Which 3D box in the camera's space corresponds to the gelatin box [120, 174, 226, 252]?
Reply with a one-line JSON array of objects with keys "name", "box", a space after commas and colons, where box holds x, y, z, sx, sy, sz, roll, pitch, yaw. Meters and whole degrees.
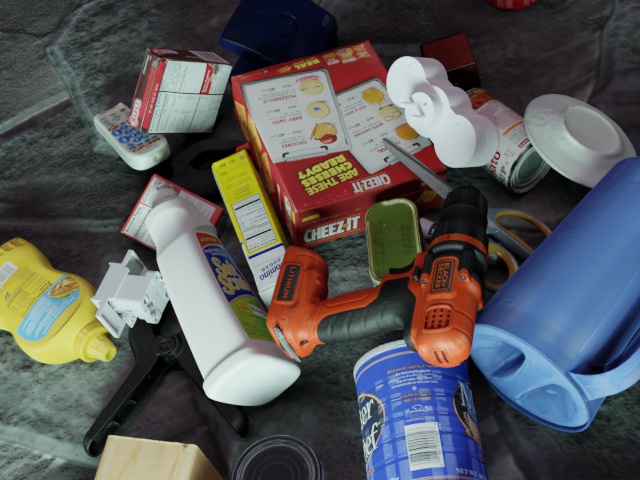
[{"name": "gelatin box", "box": [-0.156, -0.019, 1.137, 0.089, 0.030, 0.073, 27, 83, 8]}]

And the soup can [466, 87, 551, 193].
[{"name": "soup can", "box": [0.184, -0.102, 1.097, 0.068, 0.068, 0.102, -39, 55, -11]}]

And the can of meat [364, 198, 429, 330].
[{"name": "can of meat", "box": [0.077, 0.022, 1.033, 0.057, 0.084, 0.102, -11, 54, 9]}]

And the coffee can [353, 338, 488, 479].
[{"name": "coffee can", "box": [0.087, 0.169, 0.919, 0.103, 0.103, 0.140, -12, 54, 8]}]

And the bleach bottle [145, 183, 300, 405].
[{"name": "bleach bottle", "box": [-0.114, 0.040, 1.037, 0.068, 0.102, 0.251, -42, 58, 16]}]

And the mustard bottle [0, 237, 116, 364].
[{"name": "mustard bottle", "box": [-0.284, 0.075, 1.120, 0.192, 0.058, 0.096, 28, 69, 30]}]

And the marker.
[{"name": "marker", "box": [0.150, 0.006, 1.063, 0.121, 0.020, 0.020, 23, 66, 28]}]

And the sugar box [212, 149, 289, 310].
[{"name": "sugar box", "box": [-0.057, 0.001, 1.082, 0.048, 0.093, 0.176, -26, 54, -2]}]

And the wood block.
[{"name": "wood block", "box": [-0.158, 0.285, 0.920, 0.090, 0.091, 0.206, 3, 57, 17]}]

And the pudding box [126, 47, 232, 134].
[{"name": "pudding box", "box": [-0.157, -0.165, 1.195, 0.039, 0.113, 0.090, 32, 113, 31]}]

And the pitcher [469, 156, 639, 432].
[{"name": "pitcher", "box": [0.250, 0.041, 0.940, 0.149, 0.145, 0.242, 34, 68, 21]}]

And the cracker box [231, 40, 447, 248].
[{"name": "cracker box", "box": [0.015, -0.105, 1.132, 0.164, 0.072, 0.214, -17, 53, -11]}]

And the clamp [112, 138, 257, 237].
[{"name": "clamp", "box": [-0.155, -0.064, 1.188, 0.171, 0.039, 0.120, -14, 54, 12]}]

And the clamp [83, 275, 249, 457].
[{"name": "clamp", "box": [-0.158, 0.119, 1.065, 0.164, 0.036, 0.210, -14, 52, 6]}]

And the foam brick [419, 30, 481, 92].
[{"name": "foam brick", "box": [0.143, -0.176, 1.154, 0.053, 0.078, 0.051, -17, 54, 7]}]

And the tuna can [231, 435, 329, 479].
[{"name": "tuna can", "box": [-0.037, 0.220, 0.963, 0.086, 0.033, 0.086, -8, 55, 11]}]

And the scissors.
[{"name": "scissors", "box": [0.130, -0.019, 1.033, 0.202, 0.016, 0.096, 26, 75, 9]}]

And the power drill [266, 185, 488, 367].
[{"name": "power drill", "box": [0.054, 0.032, 0.934, 0.188, 0.057, 0.184, -9, 44, 27]}]
